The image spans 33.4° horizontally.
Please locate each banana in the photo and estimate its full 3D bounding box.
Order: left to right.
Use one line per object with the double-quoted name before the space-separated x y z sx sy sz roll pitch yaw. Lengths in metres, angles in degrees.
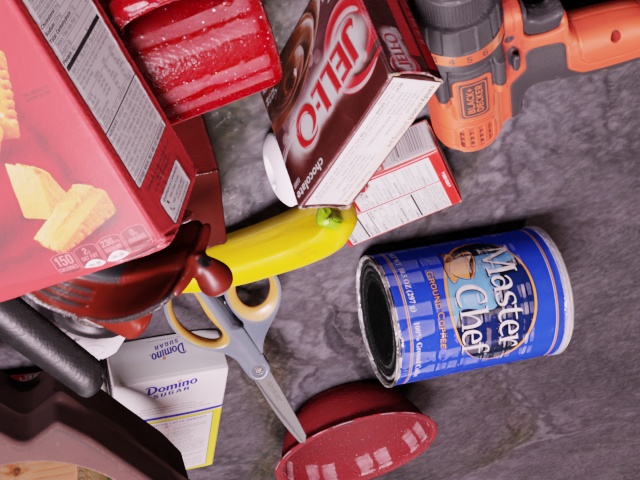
"banana" -0.038 0.002 0.711 0.069 0.037 0.198 8 160 -41

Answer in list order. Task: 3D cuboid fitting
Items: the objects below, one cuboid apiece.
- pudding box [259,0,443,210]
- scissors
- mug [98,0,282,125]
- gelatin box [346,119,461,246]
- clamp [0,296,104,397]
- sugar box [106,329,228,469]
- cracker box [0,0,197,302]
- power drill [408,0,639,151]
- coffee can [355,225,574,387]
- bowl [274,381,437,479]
"pudding box" 0.013 -0.085 0.585 0.039 0.090 0.114 1 144 -28
"scissors" -0.039 0.082 0.826 0.096 0.016 0.201 -39 125 10
"mug" -0.069 -0.103 0.511 0.081 0.093 0.117 -21 173 -3
"gelatin box" 0.044 -0.038 0.727 0.089 0.030 0.073 -22 148 11
"clamp" -0.239 0.024 0.650 0.165 0.036 0.210 -1 136 17
"sugar box" -0.133 0.142 0.902 0.093 0.048 0.176 -7 143 -17
"cracker box" -0.174 -0.069 0.440 0.164 0.072 0.213 -16 125 18
"power drill" 0.142 -0.135 0.605 0.187 0.057 0.184 -16 152 3
"coffee can" 0.109 0.050 0.824 0.140 0.103 0.103 -10 147 -12
"bowl" 0.029 0.182 1.030 0.162 0.055 0.162 -12 147 -8
